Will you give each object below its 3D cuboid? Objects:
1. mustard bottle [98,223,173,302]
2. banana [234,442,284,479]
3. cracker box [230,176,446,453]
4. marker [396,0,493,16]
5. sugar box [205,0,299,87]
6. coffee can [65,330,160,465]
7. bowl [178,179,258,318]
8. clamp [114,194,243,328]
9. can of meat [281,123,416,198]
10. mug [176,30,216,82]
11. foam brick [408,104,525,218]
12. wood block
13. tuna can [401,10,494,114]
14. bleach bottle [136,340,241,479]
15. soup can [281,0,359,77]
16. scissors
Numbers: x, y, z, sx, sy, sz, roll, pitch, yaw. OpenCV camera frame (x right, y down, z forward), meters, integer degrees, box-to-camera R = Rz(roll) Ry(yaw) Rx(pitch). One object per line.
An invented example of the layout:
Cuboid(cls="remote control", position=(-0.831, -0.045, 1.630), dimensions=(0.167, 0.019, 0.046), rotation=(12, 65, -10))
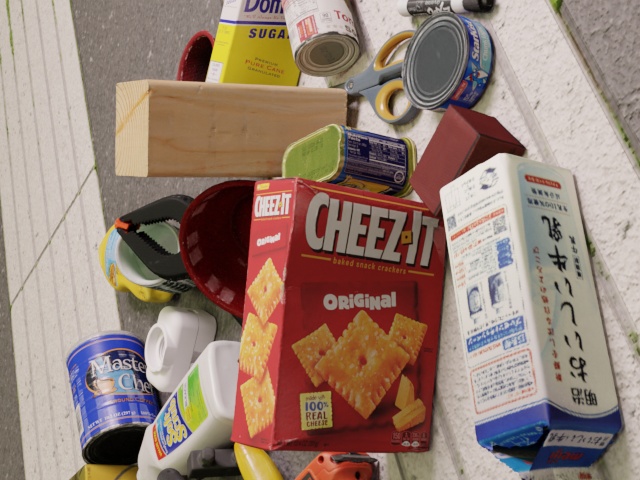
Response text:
Cuboid(cls="mustard bottle", position=(-0.243, 0.021, 1.389), dimensions=(0.192, 0.058, 0.096), rotation=(10, 96, 57))
Cuboid(cls="banana", position=(-0.054, 0.288, 1.035), dimensions=(0.037, 0.069, 0.198), rotation=(77, -168, -65))
Cuboid(cls="cracker box", position=(0.020, 0.066, 0.882), dimensions=(0.072, 0.163, 0.214), rotation=(-2, 81, 55))
Cuboid(cls="marker", position=(0.111, -0.210, 0.946), dimensions=(0.121, 0.020, 0.020), rotation=(15, 94, 57))
Cuboid(cls="sugar box", position=(-0.066, -0.199, 1.144), dimensions=(0.048, 0.093, 0.176), rotation=(28, 106, 55))
Cuboid(cls="coffee can", position=(-0.255, 0.197, 1.322), dimensions=(0.103, 0.102, 0.140), rotation=(-53, 42, 35))
Cuboid(cls="bowl", position=(-0.057, 0.001, 1.065), dimensions=(0.162, 0.162, 0.055), rotation=(-55, 3, 34))
Cuboid(cls="clamp", position=(-0.124, -0.005, 1.154), dimensions=(0.210, 0.036, 0.164), rotation=(21, 96, 20))
Cuboid(cls="can of meat", position=(0.024, -0.066, 0.982), dimensions=(0.102, 0.083, 0.057), rotation=(-21, 65, 53))
Cuboid(cls="mug", position=(-0.113, -0.187, 1.222), dimensions=(0.117, 0.081, 0.093), rotation=(33, 110, 54))
Cuboid(cls="foam brick", position=(0.118, -0.060, 0.867), dimensions=(0.078, 0.052, 0.051), rotation=(-63, 37, 24))
Cuboid(cls="wood block", position=(-0.085, -0.106, 1.033), dimensions=(0.091, 0.205, 0.090), rotation=(10, 100, 60))
Cuboid(cls="tuna can", position=(0.109, -0.152, 0.919), dimensions=(0.086, 0.033, 0.086), rotation=(-20, 65, 53))
Cuboid(cls="bleach bottle", position=(-0.144, 0.216, 1.189), dimensions=(0.251, 0.068, 0.102), rotation=(-51, 42, 40))
Cuboid(cls="soup can", position=(-0.002, -0.225, 1.077), dimensions=(0.069, 0.068, 0.102), rotation=(-43, 49, 43))
Cuboid(cls="scissors", position=(0.040, -0.135, 1.037), dimensions=(0.202, 0.016, 0.096), rotation=(-29, 58, 50))
